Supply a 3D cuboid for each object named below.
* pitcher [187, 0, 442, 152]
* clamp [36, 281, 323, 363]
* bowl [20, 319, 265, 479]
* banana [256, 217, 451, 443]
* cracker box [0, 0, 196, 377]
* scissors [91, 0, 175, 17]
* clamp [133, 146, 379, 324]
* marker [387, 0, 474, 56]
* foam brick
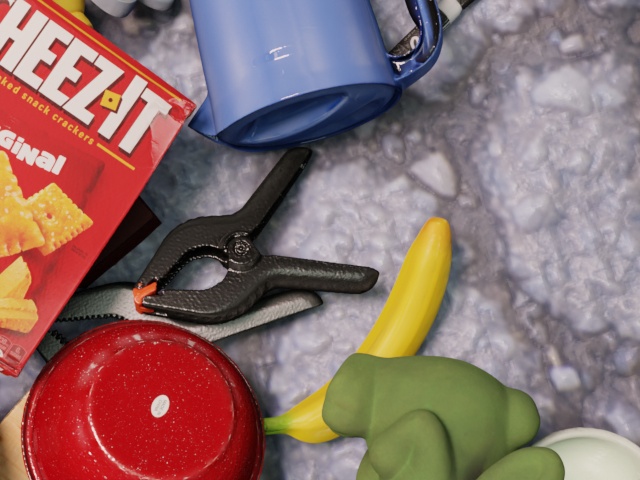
[{"bbox_3d":[-0.026,-0.195,0.750,0.148,0.145,0.243,-9,80,-36],"label":"pitcher"},{"bbox_3d":[-0.115,0.096,0.764,0.210,0.036,0.164,12,83,-3],"label":"clamp"},{"bbox_3d":[-0.106,0.116,0.680,0.162,0.055,0.162,9,61,-16],"label":"bowl"},{"bbox_3d":[0.039,0.075,0.757,0.198,0.069,0.037,-51,51,-3],"label":"banana"},{"bbox_3d":[-0.205,-0.044,0.681,0.164,0.072,0.213,35,78,-16],"label":"cracker box"},{"bbox_3d":[-0.173,-0.233,0.797,0.016,0.096,0.202,-49,55,29],"label":"scissors"},{"bbox_3d":[-0.055,0.001,0.759,0.171,0.039,0.120,-14,64,-14],"label":"clamp"},{"bbox_3d":[0.078,-0.156,0.800,0.020,0.020,0.121,45,86,3],"label":"marker"},{"bbox_3d":[-0.161,-0.009,0.766,0.078,0.051,0.053,-42,87,-5],"label":"foam brick"}]
